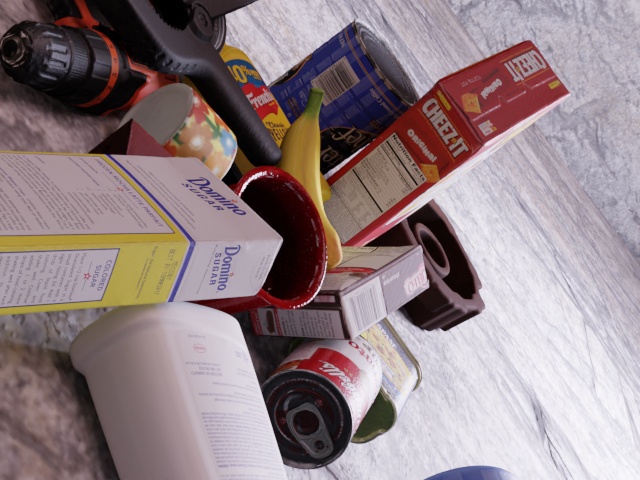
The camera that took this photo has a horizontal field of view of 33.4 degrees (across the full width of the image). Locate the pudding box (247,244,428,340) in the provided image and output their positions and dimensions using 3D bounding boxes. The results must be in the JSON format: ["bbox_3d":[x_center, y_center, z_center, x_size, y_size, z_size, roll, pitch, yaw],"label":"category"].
[{"bbox_3d":[0.013,0.036,0.779,0.113,0.090,0.039,-25,108,-51],"label":"pudding box"}]

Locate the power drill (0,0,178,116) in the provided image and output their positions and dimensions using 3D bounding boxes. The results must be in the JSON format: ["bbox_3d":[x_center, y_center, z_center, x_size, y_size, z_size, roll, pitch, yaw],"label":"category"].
[{"bbox_3d":[-0.188,-0.174,0.744,0.188,0.057,0.184,63,16,10],"label":"power drill"}]

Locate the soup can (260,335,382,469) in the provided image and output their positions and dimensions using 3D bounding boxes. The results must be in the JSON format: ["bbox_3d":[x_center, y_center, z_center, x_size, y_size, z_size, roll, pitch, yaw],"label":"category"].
[{"bbox_3d":[0.000,0.105,0.728,0.068,0.069,0.102,56,19,-1],"label":"soup can"}]

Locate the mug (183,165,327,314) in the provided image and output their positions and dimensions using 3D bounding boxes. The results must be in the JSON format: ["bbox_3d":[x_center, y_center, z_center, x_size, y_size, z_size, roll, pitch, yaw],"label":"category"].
[{"bbox_3d":[-0.050,0.000,0.706,0.117,0.082,0.093,-45,114,-49],"label":"mug"}]

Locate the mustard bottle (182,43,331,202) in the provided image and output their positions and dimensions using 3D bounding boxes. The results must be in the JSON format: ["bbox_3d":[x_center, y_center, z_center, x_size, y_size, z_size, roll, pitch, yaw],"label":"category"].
[{"bbox_3d":[-0.067,-0.106,0.915,0.096,0.058,0.192,-12,68,-59],"label":"mustard bottle"}]

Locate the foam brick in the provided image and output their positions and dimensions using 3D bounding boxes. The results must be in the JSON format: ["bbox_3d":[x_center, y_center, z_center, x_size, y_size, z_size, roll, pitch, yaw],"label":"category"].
[{"bbox_3d":[-0.122,-0.027,0.671,0.051,0.053,0.078,45,21,-29],"label":"foam brick"}]

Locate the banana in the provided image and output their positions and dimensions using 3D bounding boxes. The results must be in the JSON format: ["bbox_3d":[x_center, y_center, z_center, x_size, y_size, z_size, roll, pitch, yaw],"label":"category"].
[{"bbox_3d":[-0.012,-0.034,0.805,0.037,0.070,0.198,4,43,-11],"label":"banana"}]

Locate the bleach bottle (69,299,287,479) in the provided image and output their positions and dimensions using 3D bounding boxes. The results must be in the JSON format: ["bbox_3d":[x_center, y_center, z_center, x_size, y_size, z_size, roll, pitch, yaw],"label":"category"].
[{"bbox_3d":[-0.049,0.155,0.543,0.102,0.068,0.251,19,44,-55],"label":"bleach bottle"}]

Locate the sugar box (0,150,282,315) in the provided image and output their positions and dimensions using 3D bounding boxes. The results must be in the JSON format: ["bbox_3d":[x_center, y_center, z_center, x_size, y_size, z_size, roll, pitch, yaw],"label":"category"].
[{"bbox_3d":[-0.115,-0.007,0.547,0.175,0.048,0.093,2,32,-46],"label":"sugar box"}]

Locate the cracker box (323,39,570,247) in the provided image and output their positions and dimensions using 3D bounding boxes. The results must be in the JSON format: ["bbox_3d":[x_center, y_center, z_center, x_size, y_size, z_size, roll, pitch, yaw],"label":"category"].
[{"bbox_3d":[0.095,-0.080,0.958,0.163,0.214,0.072,-31,84,-46],"label":"cracker box"}]

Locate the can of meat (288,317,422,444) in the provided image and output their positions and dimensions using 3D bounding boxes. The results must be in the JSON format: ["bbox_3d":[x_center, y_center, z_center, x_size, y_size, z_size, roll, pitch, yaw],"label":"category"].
[{"bbox_3d":[0.027,0.096,0.821,0.102,0.057,0.083,55,22,-3],"label":"can of meat"}]

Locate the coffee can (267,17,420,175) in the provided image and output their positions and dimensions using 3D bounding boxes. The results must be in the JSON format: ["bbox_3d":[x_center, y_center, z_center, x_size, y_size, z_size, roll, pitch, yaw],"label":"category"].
[{"bbox_3d":[0.008,-0.125,0.998,0.102,0.140,0.103,47,22,-25],"label":"coffee can"}]

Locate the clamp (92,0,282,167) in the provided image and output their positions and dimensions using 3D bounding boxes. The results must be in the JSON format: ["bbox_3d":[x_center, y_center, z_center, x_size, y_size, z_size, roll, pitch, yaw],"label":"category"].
[{"bbox_3d":[-0.095,-0.144,0.780,0.209,0.036,0.164,16,57,-58],"label":"clamp"}]
